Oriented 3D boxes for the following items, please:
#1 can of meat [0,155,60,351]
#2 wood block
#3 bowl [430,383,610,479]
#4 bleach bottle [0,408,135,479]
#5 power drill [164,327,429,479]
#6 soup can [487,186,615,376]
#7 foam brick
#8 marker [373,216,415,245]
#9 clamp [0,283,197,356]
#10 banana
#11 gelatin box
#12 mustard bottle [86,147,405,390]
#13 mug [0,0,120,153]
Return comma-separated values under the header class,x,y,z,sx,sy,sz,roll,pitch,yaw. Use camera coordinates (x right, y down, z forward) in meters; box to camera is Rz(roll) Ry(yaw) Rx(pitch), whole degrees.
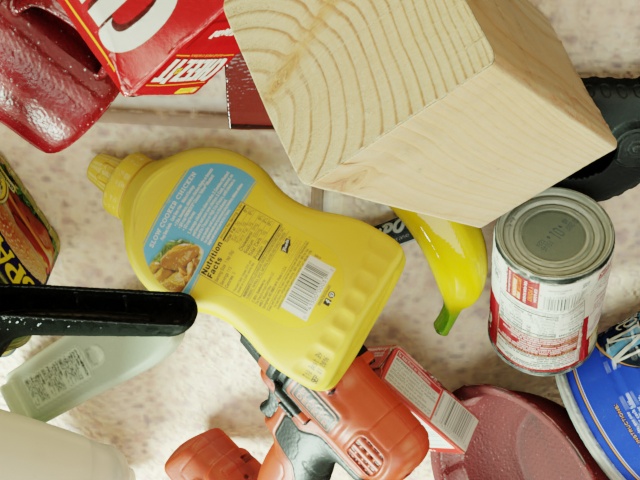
class,x,y,z,sx,sy,sz,roll,pitch,yaw
can of meat,-0.204,0.004,0.636,0.057,0.084,0.102,-18,122,14
wood block,0.057,-0.073,0.497,0.091,0.090,0.205,-31,162,22
bowl,0.147,0.164,0.717,0.055,0.162,0.162,-19,133,-33
bleach bottle,-0.194,0.143,0.682,0.103,0.068,0.250,-6,161,25
power drill,-0.036,0.115,0.694,0.184,0.057,0.188,47,133,15
soup can,0.134,0.026,0.628,0.068,0.068,0.102,-3,143,5
foam brick,-0.021,-0.098,0.562,0.053,0.078,0.051,0,123,2
marker,0.039,-0.002,0.660,0.121,0.020,0.020,-21,121,16
clamp,-0.194,0.023,0.570,0.210,0.036,0.164,-19,130,18
banana,0.040,-0.027,0.617,0.070,0.037,0.197,-34,105,20
gelatin box,0.050,0.105,0.708,0.089,0.030,0.073,43,151,-23
mustard bottle,-0.054,0.001,0.617,0.192,0.058,0.096,29,88,13
mug,-0.143,-0.101,0.551,0.081,0.093,0.117,39,153,-28
